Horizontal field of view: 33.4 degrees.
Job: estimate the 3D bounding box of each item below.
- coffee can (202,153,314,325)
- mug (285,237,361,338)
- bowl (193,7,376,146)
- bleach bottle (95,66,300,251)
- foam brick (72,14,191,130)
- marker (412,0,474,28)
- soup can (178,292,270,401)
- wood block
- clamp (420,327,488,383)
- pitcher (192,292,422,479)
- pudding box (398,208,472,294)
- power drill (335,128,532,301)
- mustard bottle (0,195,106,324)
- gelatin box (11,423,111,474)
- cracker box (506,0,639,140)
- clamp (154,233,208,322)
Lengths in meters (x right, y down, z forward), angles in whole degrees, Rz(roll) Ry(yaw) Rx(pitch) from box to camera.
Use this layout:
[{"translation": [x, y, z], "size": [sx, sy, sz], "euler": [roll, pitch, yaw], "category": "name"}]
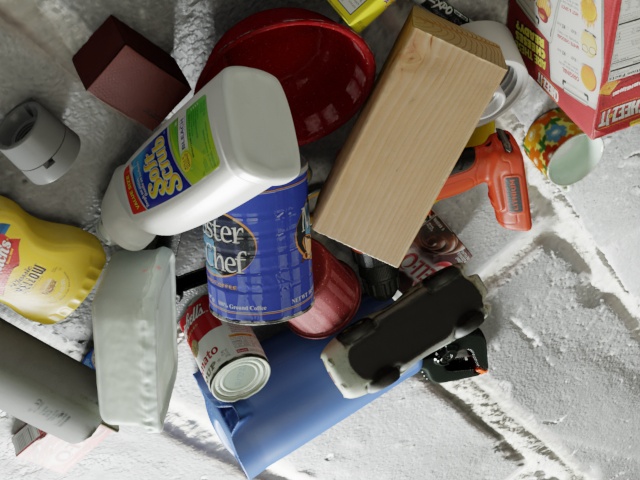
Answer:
[{"translation": [-0.059, -0.005, 0.998], "size": [0.102, 0.103, 0.140], "euler": [-12, 112, -22], "category": "coffee can"}, {"translation": [-0.025, 0.049, 1.110], "size": [0.117, 0.093, 0.081], "euler": [-16, 152, 16], "category": "mug"}, {"translation": [-0.036, -0.149, 0.929], "size": [0.162, 0.055, 0.162], "euler": [-12, 147, -8], "category": "bowl"}, {"translation": [-0.120, -0.047, 0.911], "size": [0.067, 0.102, 0.251], "euler": [5, 155, -39], "category": "bleach bottle"}, {"translation": [-0.157, -0.138, 0.885], "size": [0.053, 0.051, 0.078], "euler": [-44, 137, 14], "category": "foam brick"}, {"translation": [0.105, -0.219, 0.991], "size": [0.120, 0.020, 0.020], "euler": [23, 115, -43], "category": "marker"}, {"translation": [-0.101, 0.110, 1.117], "size": [0.068, 0.102, 0.068], "euler": [-16, 135, -17], "category": "soup can"}, {"translation": [0.077, -0.093, 0.965], "size": [0.090, 0.090, 0.206], "euler": [24, 114, -6], "category": "wood block"}, {"translation": [0.155, 0.127, 1.338], "size": [0.209, 0.036, 0.165], "euler": [19, 119, -44], "category": "clamp"}, {"translation": [-0.013, 0.156, 1.210], "size": [0.242, 0.149, 0.145], "euler": [-28, 123, -11], "category": "pitcher"}, {"translation": [0.109, 0.012, 1.199], "size": [0.090, 0.039, 0.113], "euler": [-39, 138, 7], "category": "pudding box"}, {"translation": [0.117, -0.029, 1.088], "size": [0.187, 0.057, 0.184], "euler": [-13, 123, 1], "category": "power drill"}, {"translation": [-0.289, 0.008, 0.939], "size": [0.096, 0.058, 0.191], "euler": [-47, 136, 15], "category": "mustard bottle"}, {"translation": [-0.277, 0.209, 1.159], "size": [0.089, 0.030, 0.073], "euler": [-41, 138, 10], "category": "gelatin box"}, {"translation": [0.241, -0.226, 0.959], "size": [0.072, 0.164, 0.214], "euler": [-18, 136, -13], "category": "cracker box"}, {"translation": [-0.157, 0.038, 1.064], "size": [0.171, 0.039, 0.120], "euler": [-37, 124, 9], "category": "clamp"}]
